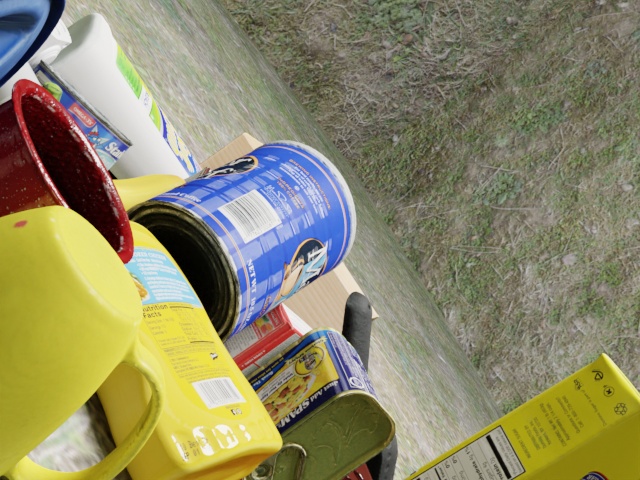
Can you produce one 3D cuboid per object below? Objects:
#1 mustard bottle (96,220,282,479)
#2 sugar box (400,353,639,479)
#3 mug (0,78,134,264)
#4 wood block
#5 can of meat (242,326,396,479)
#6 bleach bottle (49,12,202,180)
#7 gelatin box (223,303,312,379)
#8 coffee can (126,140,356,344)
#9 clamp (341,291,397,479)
[{"bbox_3d":[-0.101,0.047,0.589,0.096,0.058,0.192,1,52,-57],"label":"mustard bottle"},{"bbox_3d":[0.093,0.138,0.534,0.093,0.176,0.048,49,9,-39],"label":"sugar box"},{"bbox_3d":[-0.137,-0.005,0.485,0.117,0.081,0.093,55,9,-45],"label":"mug"},{"bbox_3d":[-0.042,0.012,1.015,0.206,0.091,0.090,56,7,8],"label":"wood block"},{"bbox_3d":[-0.010,0.117,0.716,0.057,0.102,0.084,50,7,-31],"label":"can of meat"},{"bbox_3d":[-0.133,-0.060,0.875,0.250,0.068,0.102,54,7,-27],"label":"bleach bottle"},{"bbox_3d":[-0.036,0.088,0.779,0.030,0.073,0.089,61,9,34],"label":"gelatin box"},{"bbox_3d":[-0.055,0.001,0.709,0.103,0.103,0.140,55,39,2],"label":"coffee can"},{"bbox_3d":[0.019,0.127,0.825,0.039,0.120,0.171,-8,64,-54],"label":"clamp"}]
